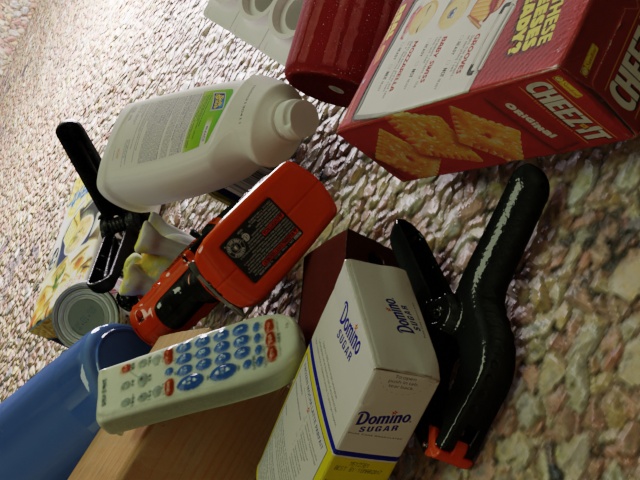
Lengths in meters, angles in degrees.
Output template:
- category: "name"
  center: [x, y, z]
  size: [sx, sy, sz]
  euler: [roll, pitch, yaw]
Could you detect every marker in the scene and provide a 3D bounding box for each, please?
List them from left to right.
- category: "marker"
  center: [-0.172, 0.067, 1.001]
  size: [0.121, 0.020, 0.020]
  euler: [87, -160, -74]

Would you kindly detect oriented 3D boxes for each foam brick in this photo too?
- category: "foam brick"
  center: [0.021, 0.042, 0.698]
  size: [0.051, 0.053, 0.078]
  euler: [-37, 38, 44]

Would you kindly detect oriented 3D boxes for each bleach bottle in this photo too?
- category: "bleach bottle"
  center: [-0.093, -0.080, 0.890]
  size: [0.251, 0.068, 0.102]
  euler: [-2, 69, 51]

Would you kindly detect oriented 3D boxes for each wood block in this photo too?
- category: "wood block"
  center: [-0.113, 0.171, 0.730]
  size: [0.090, 0.090, 0.206]
  euler: [-15, 39, 56]

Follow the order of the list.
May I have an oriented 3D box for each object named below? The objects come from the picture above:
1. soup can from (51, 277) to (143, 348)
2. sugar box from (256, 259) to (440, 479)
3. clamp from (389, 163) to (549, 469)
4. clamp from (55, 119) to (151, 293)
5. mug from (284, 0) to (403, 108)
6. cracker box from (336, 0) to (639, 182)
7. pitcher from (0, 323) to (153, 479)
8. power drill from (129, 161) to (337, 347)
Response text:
- category: "soup can"
  center: [-0.216, 0.071, 1.045]
  size: [0.068, 0.068, 0.102]
  euler: [-63, -4, 2]
- category: "sugar box"
  center: [0.011, 0.108, 0.619]
  size: [0.093, 0.048, 0.176]
  euler: [-104, 32, -51]
- category: "clamp"
  center: [0.072, 0.044, 0.614]
  size: [0.120, 0.039, 0.171]
  euler: [-20, 50, 57]
- category: "clamp"
  center: [-0.195, -0.008, 1.038]
  size: [0.036, 0.210, 0.164]
  euler: [-15, 70, 7]
- category: "mug"
  center: [0.016, -0.154, 0.845]
  size: [0.117, 0.093, 0.081]
  euler: [-9, 64, 69]
- category: "cracker box"
  center: [0.118, -0.127, 0.631]
  size: [0.214, 0.072, 0.164]
  euler: [-6, 54, 60]
- category: "pitcher"
  center: [-0.218, 0.167, 0.881]
  size: [0.243, 0.144, 0.149]
  euler: [-41, 78, 26]
- category: "power drill"
  center: [-0.055, 0.001, 0.797]
  size: [0.184, 0.057, 0.188]
  euler: [-50, 7, -22]
